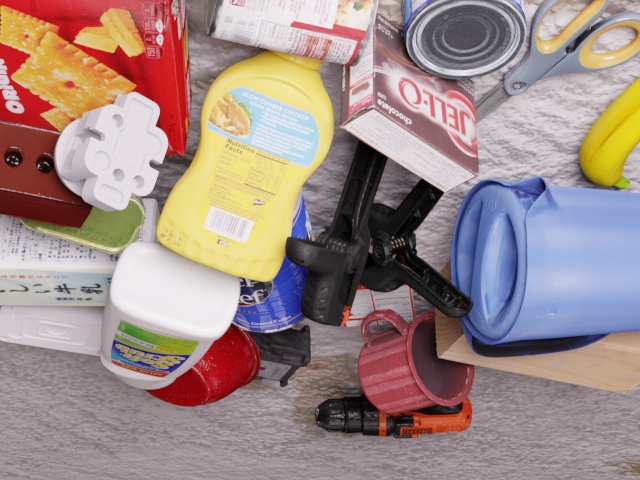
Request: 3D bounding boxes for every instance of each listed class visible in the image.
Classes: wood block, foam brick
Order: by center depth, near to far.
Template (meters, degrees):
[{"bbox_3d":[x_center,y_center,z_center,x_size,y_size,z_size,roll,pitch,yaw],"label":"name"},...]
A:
[{"bbox_3d":[-0.201,-0.046,0.762,0.078,0.053,0.051,10,159,-21],"label":"foam brick"},{"bbox_3d":[0.221,0.075,1.025,0.205,0.091,0.090,12,145,-17],"label":"wood block"}]

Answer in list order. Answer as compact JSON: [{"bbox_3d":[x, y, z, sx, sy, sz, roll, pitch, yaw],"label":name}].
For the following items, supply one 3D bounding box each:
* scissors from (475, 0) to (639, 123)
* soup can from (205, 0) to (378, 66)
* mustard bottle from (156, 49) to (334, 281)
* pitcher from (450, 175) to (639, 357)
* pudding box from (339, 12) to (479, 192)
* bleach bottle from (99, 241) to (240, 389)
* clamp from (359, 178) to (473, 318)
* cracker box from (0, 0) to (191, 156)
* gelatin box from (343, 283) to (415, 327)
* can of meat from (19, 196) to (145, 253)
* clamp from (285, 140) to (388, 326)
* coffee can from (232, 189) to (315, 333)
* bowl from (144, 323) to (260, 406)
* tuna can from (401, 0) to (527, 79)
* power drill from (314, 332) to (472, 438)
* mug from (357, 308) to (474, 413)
[{"bbox_3d":[0.168,-0.120,0.801,0.096,0.016,0.202,11,145,-15],"label":"scissors"},{"bbox_3d":[-0.020,-0.157,0.702,0.102,0.068,0.069,9,145,-12],"label":"soup can"},{"bbox_3d":[-0.044,-0.072,0.772,0.096,0.058,0.192,21,104,-7],"label":"mustard bottle"},{"bbox_3d":[0.238,0.026,0.898,0.242,0.145,0.149,1,175,-18],"label":"pitcher"},{"bbox_3d":[0.065,-0.098,0.769,0.113,0.090,0.039,26,139,-32],"label":"pudding box"},{"bbox_3d":[-0.139,0.083,0.928,0.102,0.068,0.251,17,154,-6],"label":"bleach bottle"},{"bbox_3d":[0.066,-0.004,0.912,0.039,0.120,0.172,-5,-171,-36],"label":"clamp"},{"bbox_3d":[-0.200,-0.135,0.734,0.213,0.072,0.164,3,147,-2],"label":"cracker box"},{"bbox_3d":[0.054,0.052,1.049,0.073,0.030,0.089,-5,148,7],"label":"gelatin box"},{"bbox_3d":[-0.192,-0.040,0.852,0.102,0.084,0.057,18,114,-23],"label":"can of meat"},{"bbox_3d":[0.010,0.011,0.854,0.036,0.164,0.210,24,139,14],"label":"clamp"},{"bbox_3d":[-0.056,0.001,0.909,0.103,0.103,0.140,-4,146,7],"label":"coffee can"},{"bbox_3d":[-0.145,0.119,1.084,0.162,0.055,0.162,15,139,13],"label":"bowl"},{"bbox_3d":[0.100,-0.151,0.739,0.086,0.033,0.086,1,146,0],"label":"tuna can"},{"bbox_3d":[0.085,0.167,1.199,0.184,0.057,0.188,-3,149,-1],"label":"power drill"},{"bbox_3d":[0.084,0.116,1.050,0.082,0.093,0.117,-25,112,44],"label":"mug"}]
